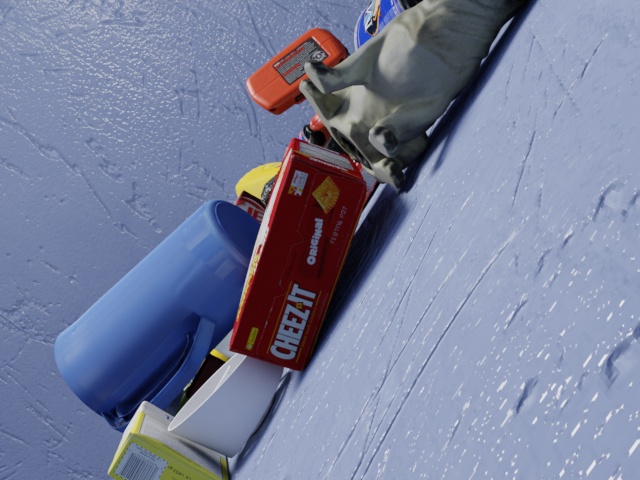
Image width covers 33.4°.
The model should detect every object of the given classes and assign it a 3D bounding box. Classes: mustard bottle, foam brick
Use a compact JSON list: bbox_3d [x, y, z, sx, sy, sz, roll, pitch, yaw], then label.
[{"bbox_3d":[-0.014,-0.074,1.293,0.096,0.058,0.192,-21,9,-37],"label":"mustard bottle"},{"bbox_3d":[-0.110,0.157,1.147,0.051,0.053,0.078,-59,6,-6],"label":"foam brick"}]

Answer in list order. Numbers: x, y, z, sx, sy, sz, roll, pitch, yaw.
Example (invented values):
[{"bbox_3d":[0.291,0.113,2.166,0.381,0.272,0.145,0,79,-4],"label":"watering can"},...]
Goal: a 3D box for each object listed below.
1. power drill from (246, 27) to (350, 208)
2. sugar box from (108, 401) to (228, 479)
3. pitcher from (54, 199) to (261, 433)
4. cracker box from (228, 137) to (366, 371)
[{"bbox_3d":[-0.012,-0.125,1.142,0.184,0.057,0.187,-40,-31,-3],"label":"power drill"},{"bbox_3d":[-0.129,0.191,0.926,0.048,0.093,0.176,-59,4,-6],"label":"sugar box"},{"bbox_3d":[-0.152,0.079,1.109,0.243,0.149,0.144,-44,-10,19],"label":"pitcher"},{"bbox_3d":[-0.018,0.004,0.927,0.213,0.072,0.164,-99,27,-80],"label":"cracker box"}]
